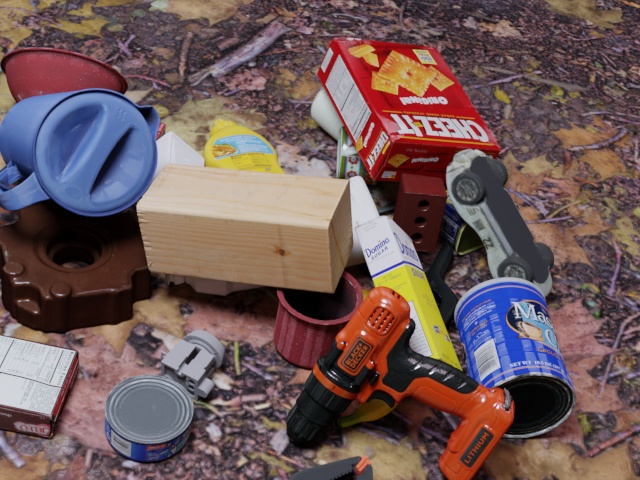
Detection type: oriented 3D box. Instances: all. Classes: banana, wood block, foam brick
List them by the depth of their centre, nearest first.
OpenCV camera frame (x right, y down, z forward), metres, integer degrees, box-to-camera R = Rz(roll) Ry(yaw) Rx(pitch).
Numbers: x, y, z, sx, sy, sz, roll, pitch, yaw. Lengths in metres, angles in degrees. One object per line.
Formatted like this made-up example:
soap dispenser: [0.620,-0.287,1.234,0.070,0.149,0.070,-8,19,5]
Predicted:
wood block: [-0.077,-0.014,1.128,0.206,0.091,0.090,6,38,15]
banana: [0.064,0.124,1.154,0.069,0.037,0.197,13,41,-2]
foam brick: [0.117,-0.033,1.277,0.053,0.078,0.051,6,28,-4]

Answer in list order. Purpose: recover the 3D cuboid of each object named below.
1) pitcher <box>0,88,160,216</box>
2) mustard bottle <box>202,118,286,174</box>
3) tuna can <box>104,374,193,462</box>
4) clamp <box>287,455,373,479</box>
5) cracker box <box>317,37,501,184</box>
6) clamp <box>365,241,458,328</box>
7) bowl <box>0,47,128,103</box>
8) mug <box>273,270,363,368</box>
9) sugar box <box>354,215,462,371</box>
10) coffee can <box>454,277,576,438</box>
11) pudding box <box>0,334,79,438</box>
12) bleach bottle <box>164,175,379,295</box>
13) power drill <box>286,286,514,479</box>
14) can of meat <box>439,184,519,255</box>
pitcher: [-0.293,-0.101,1.197,0.149,0.145,0.243,12,2,-30]
mustard bottle: [-0.097,-0.092,1.347,0.096,0.058,0.192,-9,45,-24]
tuna can: [-0.168,0.174,1.044,0.086,0.034,0.086,7,41,-6]
clamp: [-0.023,0.264,0.974,0.165,0.036,0.209,26,41,15]
cracker box: [0.110,-0.168,1.361,0.163,0.072,0.214,1,44,-28]
clamp: [0.105,0.052,1.248,0.120,0.039,0.171,2,34,-2]
bowl: [-0.329,-0.186,1.356,0.162,0.162,0.055,8,74,-5]
mug: [-0.010,0.076,1.158,0.093,0.082,0.117,-8,44,-21]
sugar box: [0.095,0.066,1.144,0.048,0.093,0.176,-24,63,15]
coffee can: [0.205,0.124,1.139,0.102,0.103,0.140,4,41,-9]
pudding box: [-0.304,0.139,1.049,0.113,0.039,0.090,13,40,-1]
bleach bottle: [-0.058,0.002,1.228,0.250,0.068,0.102,-13,58,-12]
power drill: [0.080,0.163,1.047,0.187,0.184,0.057,33,16,-1]
can of meat: [0.185,-0.037,1.354,0.101,0.057,0.084,-19,47,-32]
